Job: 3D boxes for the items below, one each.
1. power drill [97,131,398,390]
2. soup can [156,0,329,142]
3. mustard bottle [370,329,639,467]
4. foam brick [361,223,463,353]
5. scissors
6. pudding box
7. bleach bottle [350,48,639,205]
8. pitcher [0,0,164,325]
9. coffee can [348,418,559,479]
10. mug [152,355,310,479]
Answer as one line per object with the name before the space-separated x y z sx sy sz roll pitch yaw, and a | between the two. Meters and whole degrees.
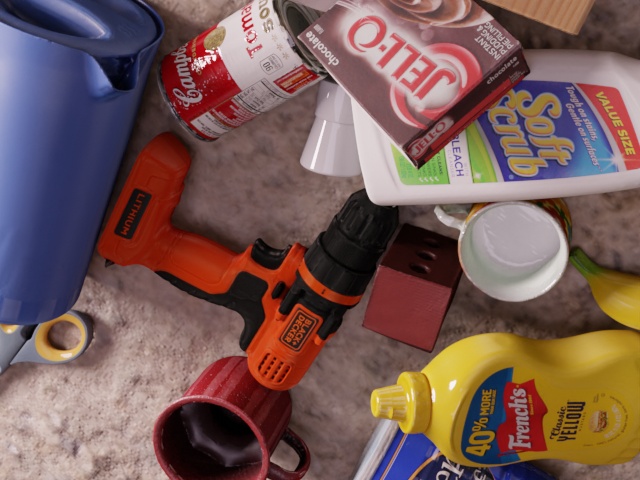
power drill | -0.055 0.001 0.775 0.187 0.057 0.185 32 117 2
soup can | -0.050 -0.118 0.718 0.102 0.068 0.068 -26 102 25
mustard bottle | 0.128 0.108 0.721 0.191 0.058 0.096 1 119 -12
foam brick | 0.067 0.031 0.739 0.053 0.078 0.051 19 117 9
scissors | -0.255 0.109 0.903 0.096 0.016 0.202 29 117 4
pudding box | 0.055 -0.111 0.637 0.090 0.039 0.114 -41 58 2
bleach bottle | 0.146 -0.078 0.649 0.251 0.068 0.102 -4 101 29
pitcher | -0.208 -0.069 0.765 0.145 0.149 0.243 17 119 -7
coffee can | 0.096 0.188 0.780 0.140 0.102 0.103 29 117 4
mug | -0.060 0.147 0.822 0.117 0.081 0.093 27 116 5
